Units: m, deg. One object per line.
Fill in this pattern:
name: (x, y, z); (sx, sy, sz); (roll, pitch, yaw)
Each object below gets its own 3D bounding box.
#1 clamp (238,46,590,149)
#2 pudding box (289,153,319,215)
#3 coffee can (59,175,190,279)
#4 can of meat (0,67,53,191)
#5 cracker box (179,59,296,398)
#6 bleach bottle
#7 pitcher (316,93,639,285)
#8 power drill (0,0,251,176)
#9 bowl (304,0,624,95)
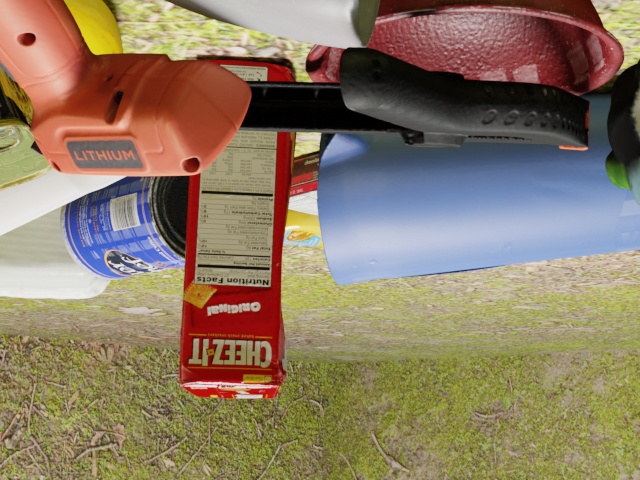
clamp: (0.056, -0.064, 0.517); (0.209, 0.036, 0.165); (2, -178, -23)
pudding box: (0.016, -0.047, 0.968); (0.113, 0.039, 0.090); (13, 165, -40)
coffee can: (-0.150, -0.022, 0.946); (0.102, 0.103, 0.141); (11, 165, -43)
can of meat: (-0.205, -0.084, 0.639); (0.057, 0.084, 0.102); (-20, 170, -4)
cracker box: (-0.055, 0.001, 0.751); (0.072, 0.214, 0.164); (2, 170, -2)
bleach bottle: (-0.211, -0.044, 0.766); (0.251, 0.068, 0.102); (-22, -163, 4)
pitcher: (0.123, -0.036, 0.767); (0.243, 0.145, 0.149); (-4, -171, 11)
power drill: (-0.104, -0.105, 0.411); (0.185, 0.057, 0.187); (5, 143, 39)
bowl: (0.073, -0.113, 0.552); (0.162, 0.055, 0.162); (1, 169, 0)
